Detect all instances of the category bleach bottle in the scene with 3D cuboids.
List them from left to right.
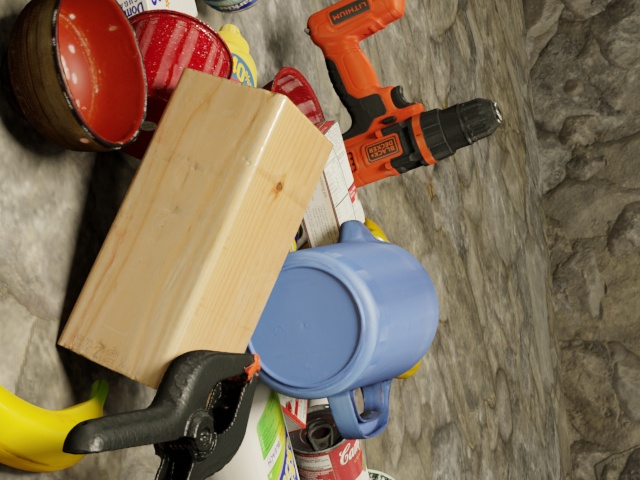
[{"bbox_3d":[-0.047,0.216,0.898,0.102,0.068,0.251,-68,147,-59],"label":"bleach bottle"}]

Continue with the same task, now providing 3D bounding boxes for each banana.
[{"bbox_3d":[-0.182,0.098,0.624,0.197,0.037,0.070,43,25,-61],"label":"banana"}]

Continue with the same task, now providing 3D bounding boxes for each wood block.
[{"bbox_3d":[-0.082,0.000,0.735,0.206,0.090,0.090,-66,152,-8],"label":"wood block"}]

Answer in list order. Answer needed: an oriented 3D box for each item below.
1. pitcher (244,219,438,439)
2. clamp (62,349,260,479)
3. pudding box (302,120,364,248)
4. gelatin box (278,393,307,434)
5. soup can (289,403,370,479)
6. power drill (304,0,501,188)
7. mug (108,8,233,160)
[{"bbox_3d":[0.018,0.073,0.870,0.149,0.145,0.242,39,8,11],"label":"pitcher"},{"bbox_3d":[-0.084,0.130,0.647,0.171,0.039,0.120,-36,125,-54],"label":"clamp"},{"bbox_3d":[0.004,-0.050,1.019,0.090,0.039,0.113,-53,128,-66],"label":"pudding box"},{"bbox_3d":[-0.045,0.123,0.961,0.089,0.030,0.073,46,34,-39],"label":"gelatin box"},{"bbox_3d":[0.010,0.219,1.031,0.068,0.069,0.102,-68,148,-55],"label":"soup can"},{"bbox_3d":[0.073,-0.160,1.073,0.057,0.185,0.188,13,59,-68],"label":"power drill"},{"bbox_3d":[-0.111,-0.106,0.811,0.117,0.093,0.081,36,48,-29],"label":"mug"}]
